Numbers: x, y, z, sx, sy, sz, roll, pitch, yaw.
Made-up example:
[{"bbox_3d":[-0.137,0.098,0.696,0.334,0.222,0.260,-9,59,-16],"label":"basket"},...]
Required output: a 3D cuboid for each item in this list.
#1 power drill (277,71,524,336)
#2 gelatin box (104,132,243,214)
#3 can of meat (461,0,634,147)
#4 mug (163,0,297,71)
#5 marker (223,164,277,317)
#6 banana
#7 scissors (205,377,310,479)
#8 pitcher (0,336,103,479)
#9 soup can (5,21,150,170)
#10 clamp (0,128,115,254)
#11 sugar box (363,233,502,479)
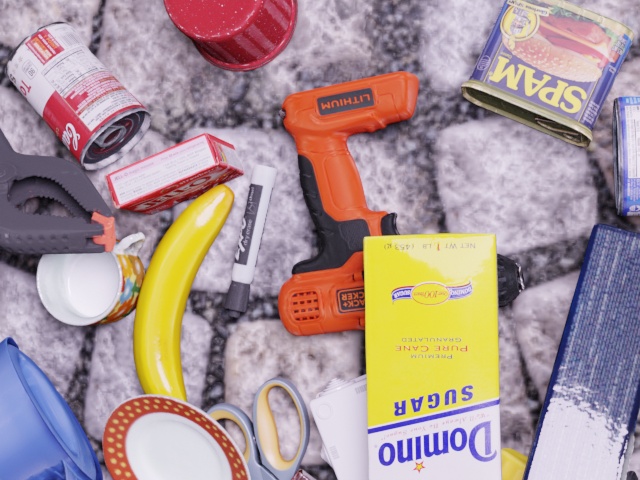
[{"bbox_3d":[0.049,-0.027,0.798,0.184,0.057,0.187,-9,85,11],"label":"power drill"},{"bbox_3d":[-0.111,-0.049,0.825,0.089,0.073,0.030,-23,83,9],"label":"gelatin box"},{"bbox_3d":[0.167,-0.128,0.780,0.102,0.057,0.084,25,89,11],"label":"can of meat"},{"bbox_3d":[-0.081,-0.191,0.822,0.117,0.081,0.093,34,94,11],"label":"mug"},{"bbox_3d":[-0.055,0.001,0.838,0.020,0.020,0.121,12,89,12],"label":"marker"},{"bbox_3d":[-0.111,0.052,0.840,0.069,0.037,0.198,6,89,3],"label":"banana"},{"bbox_3d":[-0.045,0.208,0.827,0.096,0.016,0.202,-2,87,13],"label":"scissors"},{"bbox_3d":[-0.290,0.194,0.784,0.242,0.149,0.145,-33,89,-7],"label":"pitcher"},{"bbox_3d":[-0.193,-0.115,0.849,0.068,0.068,0.102,-43,79,7],"label":"soup can"},{"bbox_3d":[-0.255,-0.035,0.820,0.210,0.036,0.164,27,50,19],"label":"clamp"},{"bbox_3d":[0.078,0.084,0.739,0.093,0.048,0.176,-2,87,9],"label":"sugar box"}]
